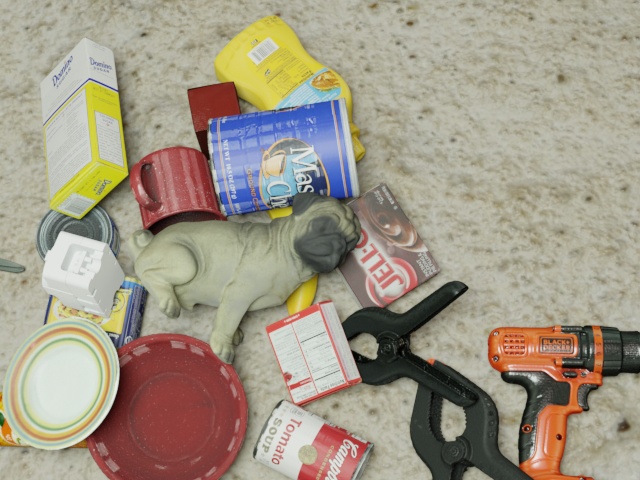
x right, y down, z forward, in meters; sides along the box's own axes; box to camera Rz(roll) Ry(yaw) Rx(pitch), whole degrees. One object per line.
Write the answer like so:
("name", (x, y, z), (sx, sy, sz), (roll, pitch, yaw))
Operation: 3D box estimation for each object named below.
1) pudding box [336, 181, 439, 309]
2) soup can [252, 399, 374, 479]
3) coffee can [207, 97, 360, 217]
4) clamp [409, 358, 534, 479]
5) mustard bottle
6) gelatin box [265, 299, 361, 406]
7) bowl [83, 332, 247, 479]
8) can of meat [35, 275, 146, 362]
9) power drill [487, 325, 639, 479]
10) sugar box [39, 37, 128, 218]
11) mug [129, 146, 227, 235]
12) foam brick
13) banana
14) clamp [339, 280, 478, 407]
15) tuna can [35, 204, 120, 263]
("pudding box", (0.056, 0.010, 1.112), (0.090, 0.039, 0.113), (-32, 86, -8))
("soup can", (-0.007, 0.207, 1.047), (0.102, 0.068, 0.068), (25, 75, 11))
("coffee can", (-0.036, -0.084, 1.085), (0.140, 0.103, 0.103), (-9, 72, 2))
("clamp", (0.147, 0.207, 1.026), (0.165, 0.036, 0.210), (-23, 58, 27))
("mustard bottle", (-0.022, -0.156, 1.172), (0.096, 0.058, 0.192), (-40, 74, -16))
("gelatin box", (-0.007, 0.114, 1.073), (0.073, 0.030, 0.089), (-27, 79, 33))
("bowl", (-0.152, 0.175, 1.065), (0.162, 0.055, 0.162), (0, 79, -1))
("can of meat", (-0.236, 0.080, 1.107), (0.102, 0.057, 0.084), (6, 70, 4))
("power drill", (0.258, 0.174, 1.050), (0.184, 0.057, 0.187), (1, 69, 7))
("sugar box", (-0.254, -0.121, 1.139), (0.093, 0.048, 0.176), (-36, 49, 32))
("mug", (-0.158, -0.048, 1.118), (0.093, 0.117, 0.081), (-27, 64, 26))
("foam brick", (-0.110, -0.129, 1.158), (0.053, 0.078, 0.051), (-12, 70, -1))
("banana", (-0.043, -0.011, 1.139), (0.069, 0.037, 0.198), (-31, 72, 3))
("clamp", (0.078, 0.094, 1.055), (0.172, 0.039, 0.120), (5, 90, 29))
("tuna can", (-0.261, -0.001, 1.147), (0.086, 0.034, 0.086), (-1, 72, 3))
